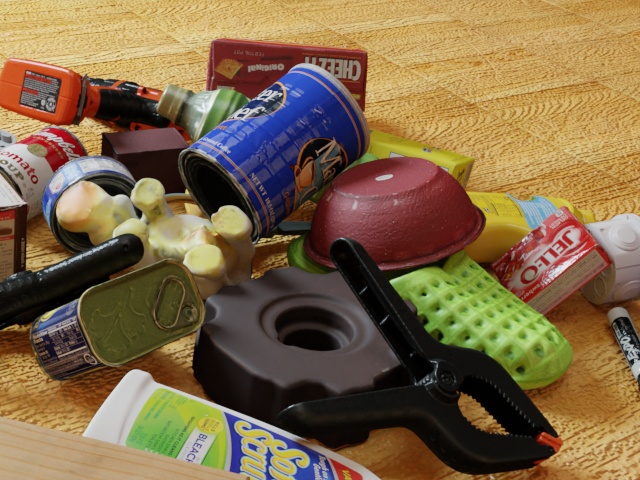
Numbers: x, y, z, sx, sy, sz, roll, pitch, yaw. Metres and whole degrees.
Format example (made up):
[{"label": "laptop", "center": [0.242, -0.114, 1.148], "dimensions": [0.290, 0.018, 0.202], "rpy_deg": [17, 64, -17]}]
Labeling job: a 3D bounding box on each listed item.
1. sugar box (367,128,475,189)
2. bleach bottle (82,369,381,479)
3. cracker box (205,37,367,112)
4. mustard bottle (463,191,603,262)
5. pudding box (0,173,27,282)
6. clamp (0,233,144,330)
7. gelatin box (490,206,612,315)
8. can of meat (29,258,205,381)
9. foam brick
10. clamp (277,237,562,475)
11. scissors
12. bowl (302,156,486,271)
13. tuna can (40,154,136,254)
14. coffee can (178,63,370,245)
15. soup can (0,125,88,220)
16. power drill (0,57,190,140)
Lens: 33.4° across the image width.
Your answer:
[{"label": "sugar box", "center": [0.068, -0.090, 1.136], "dimensions": [0.176, 0.048, 0.093], "rpy_deg": [20, 15, 16]}, {"label": "bleach bottle", "center": [-0.021, 0.159, 0.661], "dimensions": [0.251, 0.068, 0.102], "rpy_deg": [15, 29, 8]}, {"label": "cracker box", "center": [-0.044, -0.177, 1.177], "dimensions": [0.164, 0.072, 0.214], "rpy_deg": [3, 5, -7]}, {"label": "mustard bottle", "center": [0.187, -0.012, 1.027], "dimensions": [0.191, 0.058, 0.096], "rpy_deg": [1, 25, -11]}, {"label": "pudding box", "center": [-0.279, -0.014, 0.880], "dimensions": [0.039, 0.090, 0.114], "rpy_deg": [-14, 36, -36]}, {"label": "clamp", "center": [-0.221, 0.044, 0.817], "dimensions": [0.171, 0.120, 0.039], "rpy_deg": [-20, 77, -20]}, {"label": "gelatin box", "center": [0.203, 0.020, 0.947], "dimensions": [0.030, 0.089, 0.073], "rpy_deg": [43, 13, -31]}, {"label": "can of meat", "center": [-0.149, 0.060, 0.776], "dimensions": [0.101, 0.057, 0.084], "rpy_deg": [-23, 1, -44]}, {"label": "foam brick", "center": [-0.174, -0.077, 1.062], "dimensions": [0.078, 0.053, 0.051], "rpy_deg": [-7, 32, -26]}, {"label": "clamp", "center": [0.075, 0.093, 0.740], "dimensions": [0.209, 0.036, 0.164], "rpy_deg": [24, 49, -17]}, {"label": "scissors", "center": [-0.056, 0.001, 0.982], "dimensions": [0.201, 0.016, 0.096], "rpy_deg": [12, 44, -17]}, {"label": "bowl", "center": [0.060, -0.031, 0.923], "dimensions": [0.162, 0.055, 0.162], "rpy_deg": [-10, 23, 4]}, {"label": "tuna can", "center": [-0.198, -0.029, 0.934], "dimensions": [0.086, 0.086, 0.034], "rpy_deg": [-7, 33, -25]}, {"label": "coffee can", "center": [-0.040, -0.077, 0.945], "dimensions": [0.103, 0.103, 0.140], "rpy_deg": [31, 59, 35]}, {"label": "soup can", "center": [-0.271, -0.058, 0.987], "dimensions": [0.069, 0.068, 0.102], "rpy_deg": [19, 31, 19]}, {"label": "power drill", "center": [-0.242, -0.150, 1.121], "dimensions": [0.185, 0.057, 0.187], "rpy_deg": [15, 9, 31]}]
